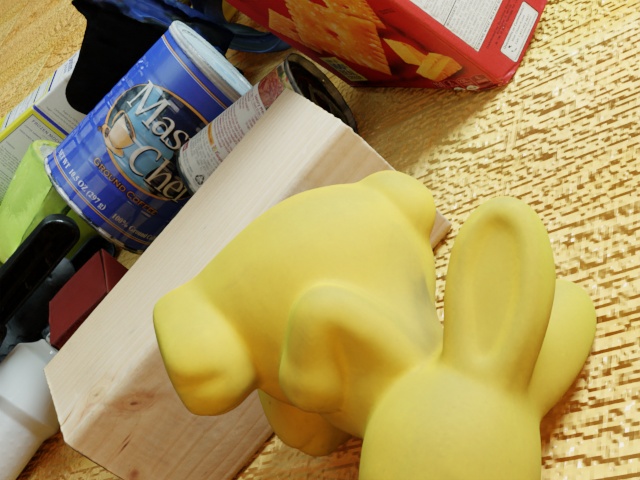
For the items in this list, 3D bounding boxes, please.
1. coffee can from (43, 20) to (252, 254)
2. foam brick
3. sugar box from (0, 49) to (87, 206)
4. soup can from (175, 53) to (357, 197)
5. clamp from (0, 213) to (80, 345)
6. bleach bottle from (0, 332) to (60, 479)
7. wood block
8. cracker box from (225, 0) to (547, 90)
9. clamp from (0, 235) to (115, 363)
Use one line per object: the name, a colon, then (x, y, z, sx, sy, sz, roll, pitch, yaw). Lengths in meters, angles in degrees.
coffee can: (-0.116, -0.074, 0.779, 0.140, 0.102, 0.103, -44, 30, 10)
foam brick: (-0.124, 0.055, 0.665, 0.051, 0.078, 0.053, -42, 30, 10)
sugar box: (-0.240, -0.092, 0.978, 0.176, 0.093, 0.048, -34, 33, 23)
soup can: (-0.035, -0.064, 0.694, 0.102, 0.068, 0.068, -37, 32, 22)
clamp: (-0.235, 0.073, 0.715, 0.210, 0.036, 0.164, -16, 50, 53)
bleach bottle: (-0.250, 0.157, 0.736, 0.251, 0.068, 0.103, -51, 30, -7)
wood block: (-0.041, 0.032, 0.570, 0.206, 0.090, 0.091, -49, 29, 1)
cracker box: (-0.002, -0.163, 0.614, 0.164, 0.213, 0.072, 14, 78, 57)
clamp: (-0.220, 0.065, 0.793, 0.171, 0.039, 0.120, -53, -5, 0)
